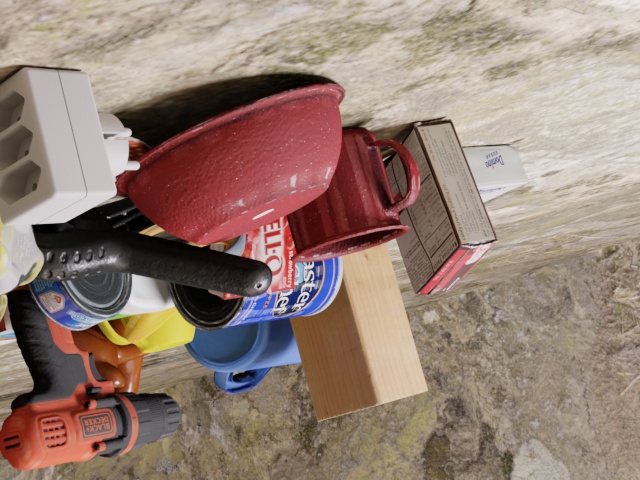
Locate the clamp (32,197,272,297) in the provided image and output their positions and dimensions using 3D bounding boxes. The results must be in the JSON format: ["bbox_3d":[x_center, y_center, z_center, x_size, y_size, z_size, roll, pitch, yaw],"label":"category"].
[{"bbox_3d":[-0.156,-0.005,0.720,0.209,0.036,0.165,2,-160,-26],"label":"clamp"}]

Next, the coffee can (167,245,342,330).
[{"bbox_3d":[-0.061,0.027,1.014,0.103,0.103,0.140,-22,169,37],"label":"coffee can"}]

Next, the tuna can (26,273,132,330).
[{"bbox_3d":[-0.187,0.025,0.832,0.034,0.086,0.086,-22,170,29],"label":"tuna can"}]

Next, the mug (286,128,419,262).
[{"bbox_3d":[0.022,-0.038,0.804,0.117,0.081,0.093,-21,170,35],"label":"mug"}]

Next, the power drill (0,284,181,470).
[{"bbox_3d":[-0.195,0.086,0.875,0.057,0.188,0.184,-22,168,29],"label":"power drill"}]

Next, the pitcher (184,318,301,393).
[{"bbox_3d":[-0.075,0.099,1.256,0.145,0.149,0.242,-16,175,17],"label":"pitcher"}]

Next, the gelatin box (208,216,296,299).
[{"bbox_3d":[-0.056,0.001,0.903,0.073,0.089,0.030,-7,-162,-37],"label":"gelatin box"}]

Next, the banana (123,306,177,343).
[{"bbox_3d":[-0.116,0.038,1.077,0.197,0.070,0.037,-28,-138,-37],"label":"banana"}]

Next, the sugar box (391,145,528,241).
[{"bbox_3d":[0.106,-0.043,1.050,0.093,0.048,0.177,-7,165,-43],"label":"sugar box"}]

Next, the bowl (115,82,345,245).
[{"bbox_3d":[-0.047,-0.040,0.680,0.162,0.055,0.162,-24,175,-3],"label":"bowl"}]

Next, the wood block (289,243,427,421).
[{"bbox_3d":[0.027,0.075,1.125,0.091,0.206,0.090,-22,169,38],"label":"wood block"}]

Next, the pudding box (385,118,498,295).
[{"bbox_3d":[0.090,-0.025,0.847,0.039,0.113,0.090,-9,156,-25],"label":"pudding box"}]
